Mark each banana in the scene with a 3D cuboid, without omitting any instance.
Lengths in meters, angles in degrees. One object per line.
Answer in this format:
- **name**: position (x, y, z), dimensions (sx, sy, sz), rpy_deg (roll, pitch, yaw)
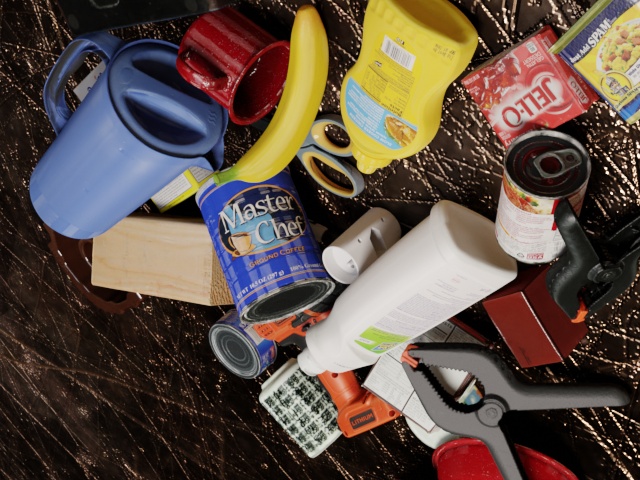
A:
- **banana**: position (-0.032, -0.128, 1.016), dimensions (0.037, 0.069, 0.198), rpy_deg (44, 116, 34)

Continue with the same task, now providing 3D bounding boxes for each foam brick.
- **foam brick**: position (0.198, 0.070, 0.983), dimensions (0.053, 0.051, 0.078), rpy_deg (-20, 106, 51)

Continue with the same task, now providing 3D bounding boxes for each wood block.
- **wood block**: position (-0.164, 0.017, 1.234), dimensions (0.207, 0.090, 0.090), rpy_deg (6, 95, 41)

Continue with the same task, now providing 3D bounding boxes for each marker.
- **marker**: position (-0.021, -0.017, 1.145), dimensions (0.121, 0.020, 0.020), rpy_deg (26, 136, 27)

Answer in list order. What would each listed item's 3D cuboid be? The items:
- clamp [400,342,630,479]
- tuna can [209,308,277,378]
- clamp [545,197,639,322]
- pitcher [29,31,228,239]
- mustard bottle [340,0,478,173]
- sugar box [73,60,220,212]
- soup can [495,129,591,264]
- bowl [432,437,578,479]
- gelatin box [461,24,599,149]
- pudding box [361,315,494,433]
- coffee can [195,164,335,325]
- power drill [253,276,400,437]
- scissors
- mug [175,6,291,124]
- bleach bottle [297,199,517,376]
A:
- **clamp**: position (0.176, 0.154, 1.022), dimensions (0.210, 0.036, 0.165), rpy_deg (38, 108, 5)
- **tuna can**: position (-0.097, 0.129, 1.327), dimensions (0.086, 0.033, 0.086), rpy_deg (25, 136, 27)
- **clamp**: position (0.242, 0.010, 0.880), dimensions (0.120, 0.039, 0.171), rpy_deg (-7, 149, -1)
- **pitcher**: position (-0.218, -0.102, 1.115), dimensions (0.243, 0.144, 0.149), rpy_deg (-34, 60, 46)
- **mustard bottle**: position (0.065, -0.129, 0.940), dimensions (0.096, 0.058, 0.192), rpy_deg (38, 140, 15)
- **sugar box**: position (-0.196, -0.124, 1.206), dimensions (0.094, 0.048, 0.176), rpy_deg (-27, 97, 49)
- **soup can**: position (0.181, -0.034, 0.882), dimensions (0.069, 0.068, 0.102), rpy_deg (31, 154, 21)
- **bowl**: position (0.188, 0.269, 1.109), dimensions (0.162, 0.055, 0.162), rpy_deg (15, 146, 10)
- **gelatin box**: position (0.169, -0.123, 0.868), dimensions (0.073, 0.030, 0.089), rpy_deg (55, 142, -7)
- **pudding box**: position (0.108, 0.125, 1.081), dimensions (0.090, 0.039, 0.113), rpy_deg (34, 99, 19)
- **coffee can**: position (-0.057, 0.001, 1.089), dimensions (0.103, 0.102, 0.140), rpy_deg (-47, 60, 51)
- **power drill**: position (0.024, 0.116, 1.179), dimensions (0.187, 0.057, 0.185), rpy_deg (55, 140, 1)
- **scissors**: position (-0.032, -0.120, 1.076), dimensions (0.202, 0.016, 0.096), rpy_deg (39, 139, 13)
- **mug**: position (-0.089, -0.168, 1.015), dimensions (0.081, 0.117, 0.093), rpy_deg (39, 129, 21)
- **bleach bottle**: position (0.063, 0.061, 1.018), dimensions (0.102, 0.068, 0.251), rpy_deg (22, 135, -36)
